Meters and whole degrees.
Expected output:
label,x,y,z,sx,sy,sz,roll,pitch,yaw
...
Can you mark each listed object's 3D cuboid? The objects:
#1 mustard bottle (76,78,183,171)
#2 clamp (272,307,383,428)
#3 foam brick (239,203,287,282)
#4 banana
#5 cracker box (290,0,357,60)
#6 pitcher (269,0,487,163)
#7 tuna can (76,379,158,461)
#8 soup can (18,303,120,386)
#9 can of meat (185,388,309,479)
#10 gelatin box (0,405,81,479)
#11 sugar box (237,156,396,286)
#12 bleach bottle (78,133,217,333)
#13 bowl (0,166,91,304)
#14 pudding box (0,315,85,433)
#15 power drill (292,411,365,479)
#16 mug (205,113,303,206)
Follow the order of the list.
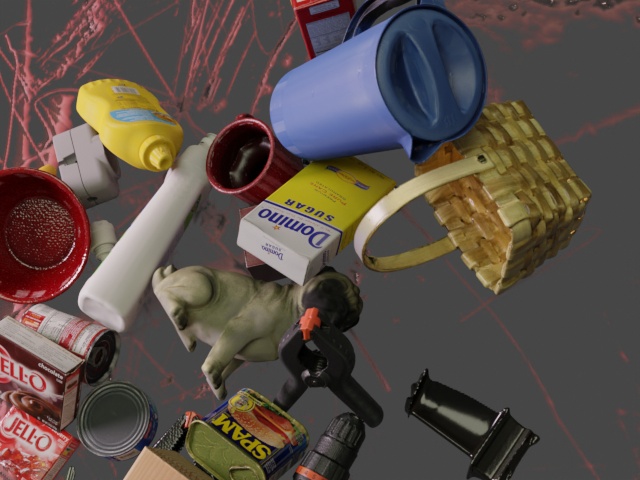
label,x,y,z,sx,sy,sz,roll,pitch,yaw
mustard bottle,-0.214,-0.130,1.253,0.192,0.096,0.058,45,125,49
clamp,-0.010,0.136,1.100,0.120,0.171,0.039,-6,40,16
foam brick,-0.058,0.001,1.218,0.051,0.053,0.078,-12,66,8
banana,-0.412,-0.030,1.320,0.198,0.037,0.070,-24,67,2
cracker box,0.006,-0.280,1.231,0.072,0.213,0.164,-14,66,5
pitcher,0.049,-0.160,1.105,0.149,0.243,0.145,-45,109,-26
tuna can,-0.224,0.200,1.184,0.086,0.033,0.086,-5,67,11
soup can,-0.289,0.117,1.214,0.102,0.068,0.068,18,73,19
can of meat,-0.074,0.210,1.113,0.102,0.057,0.083,34,38,21
gelatin box,-0.325,0.229,1.197,0.089,0.030,0.073,31,78,22
sugar box,-0.002,-0.032,1.177,0.093,0.048,0.176,31,45,18
bleach bottle,-0.185,-0.017,1.240,0.068,0.103,0.250,32,68,-3
bowl,-0.342,-0.007,1.265,0.162,0.055,0.162,1,95,6
pudding box,-0.317,0.147,1.177,0.113,0.090,0.039,25,36,15
power drill,0.049,0.284,1.056,0.188,0.057,0.184,26,75,20
mug,-0.074,-0.093,1.236,0.093,0.081,0.117,-26,60,21
